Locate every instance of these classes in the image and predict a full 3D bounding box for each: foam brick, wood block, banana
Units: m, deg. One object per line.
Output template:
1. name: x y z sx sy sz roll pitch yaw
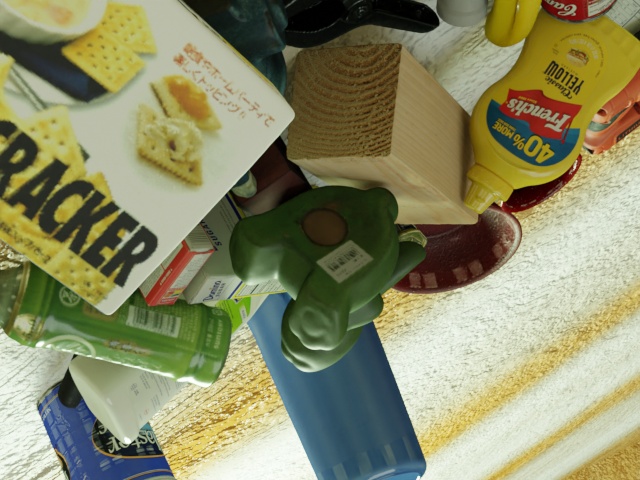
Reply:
1. foam brick: -0.052 -0.063 0.850 0.051 0.078 0.053 -35 157 9
2. wood block: 0.061 -0.081 0.888 0.090 0.091 0.205 0 167 26
3. banana: 0.151 -0.199 0.825 0.037 0.069 0.198 -1 154 3

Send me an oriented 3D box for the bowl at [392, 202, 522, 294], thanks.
1. bowl: 0.130 -0.008 1.141 0.162 0.055 0.162 -9 146 -7

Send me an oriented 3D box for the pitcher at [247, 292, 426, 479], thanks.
1. pitcher: 0.021 0.158 1.135 0.148 0.243 0.145 0 145 -38

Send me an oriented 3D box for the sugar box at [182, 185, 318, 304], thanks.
1. sugar box: -0.056 0.001 0.944 0.175 0.093 0.048 -6 146 -39

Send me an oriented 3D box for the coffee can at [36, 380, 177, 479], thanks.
1. coffee can: -0.220 0.215 1.102 0.102 0.140 0.103 -24 154 -13

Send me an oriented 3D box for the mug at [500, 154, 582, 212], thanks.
1. mug: 0.202 -0.083 1.078 0.093 0.081 0.117 -31 154 0

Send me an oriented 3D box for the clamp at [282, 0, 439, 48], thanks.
1. clamp: 0.027 -0.174 0.777 0.171 0.039 0.120 -20 149 -8

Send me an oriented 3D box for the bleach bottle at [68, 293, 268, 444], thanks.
1. bleach bottle: -0.112 0.072 0.996 0.250 0.068 0.102 -40 150 -22

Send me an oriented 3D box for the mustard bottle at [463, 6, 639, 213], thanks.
1. mustard bottle: 0.182 -0.106 0.902 0.191 0.096 0.058 -56 178 2

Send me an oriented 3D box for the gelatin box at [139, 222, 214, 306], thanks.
1. gelatin box: -0.130 -0.004 0.860 0.030 0.089 0.073 -4 144 -45
